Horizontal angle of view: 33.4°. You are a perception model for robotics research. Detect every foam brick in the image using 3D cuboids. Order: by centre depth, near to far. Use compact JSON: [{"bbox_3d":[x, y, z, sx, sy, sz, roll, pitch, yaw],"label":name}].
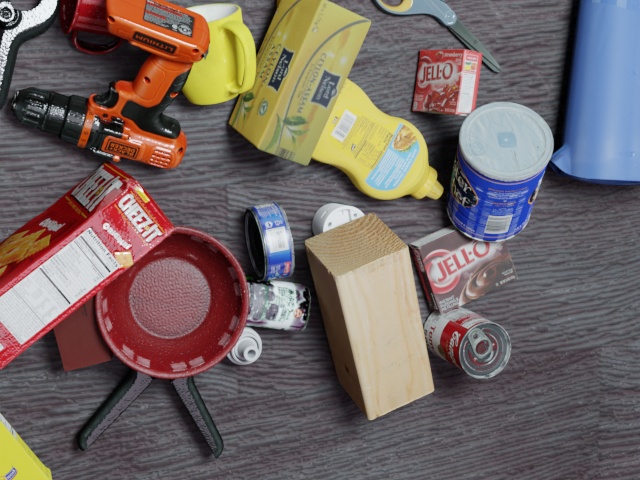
[{"bbox_3d":[-0.254,0.091,1.139,0.053,0.051,0.078,-12,104,0],"label":"foam brick"}]

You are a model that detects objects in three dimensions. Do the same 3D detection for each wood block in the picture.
[{"bbox_3d":[0.057,0.087,1.208,0.090,0.091,0.206,-23,124,-14],"label":"wood block"}]

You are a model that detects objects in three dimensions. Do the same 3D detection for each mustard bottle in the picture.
[{"bbox_3d":[0.065,-0.102,1.226,0.191,0.058,0.096,32,88,-22],"label":"mustard bottle"}]

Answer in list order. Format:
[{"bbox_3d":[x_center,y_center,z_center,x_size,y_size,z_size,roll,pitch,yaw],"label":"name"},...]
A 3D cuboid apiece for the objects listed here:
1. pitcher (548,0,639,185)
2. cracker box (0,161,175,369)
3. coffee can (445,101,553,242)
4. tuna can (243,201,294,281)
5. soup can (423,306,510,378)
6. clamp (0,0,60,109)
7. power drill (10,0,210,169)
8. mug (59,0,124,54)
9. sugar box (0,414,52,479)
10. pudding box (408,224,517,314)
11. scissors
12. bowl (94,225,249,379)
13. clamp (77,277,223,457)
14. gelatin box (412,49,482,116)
[{"bbox_3d":[0.371,-0.188,1.289,0.148,0.145,0.243,-4,99,-52],"label":"pitcher"},{"bbox_3d":[-0.265,0.016,1.069,0.213,0.164,0.072,-40,112,-10],"label":"cracker box"},{"bbox_3d":[0.202,-0.076,1.220,0.103,0.140,0.103,0,60,0],"label":"coffee can"},{"bbox_3d":[-0.058,0.001,1.185,0.033,0.086,0.086,-11,103,-17],"label":"tuna can"},{"bbox_3d":[0.174,0.119,1.281,0.068,0.102,0.068,-4,101,-20],"label":"soup can"},{"bbox_3d":[-0.316,-0.216,1.077,0.171,0.039,0.120,-40,115,-10],"label":"clamp"},{"bbox_3d":[-0.203,-0.161,1.070,0.184,0.057,0.188,15,136,-19],"label":"power drill"},{"bbox_3d":[-0.218,-0.240,1.090,0.081,0.093,0.117,5,128,-26],"label":"mug"},{"bbox_3d":[-0.373,0.217,1.128,0.093,0.048,0.176,-38,111,-10],"label":"sugar box"},{"bbox_3d":[0.174,0.025,1.299,0.113,0.039,0.090,-24,106,-15],"label":"pudding box"},{"bbox_3d":[0.129,-0.256,1.247,0.096,0.016,0.201,-37,109,-9],"label":"scissors"},{"bbox_3d":[-0.159,0.064,1.141,0.162,0.055,0.162,-1,93,-11],"label":"bowl"},{"bbox_3d":[-0.187,0.145,1.188,0.164,0.036,0.210,0,97,-19],"label":"clamp"},{"bbox_3d":[0.144,-0.182,1.225,0.030,0.089,0.073,3,98,-31],"label":"gelatin box"}]
